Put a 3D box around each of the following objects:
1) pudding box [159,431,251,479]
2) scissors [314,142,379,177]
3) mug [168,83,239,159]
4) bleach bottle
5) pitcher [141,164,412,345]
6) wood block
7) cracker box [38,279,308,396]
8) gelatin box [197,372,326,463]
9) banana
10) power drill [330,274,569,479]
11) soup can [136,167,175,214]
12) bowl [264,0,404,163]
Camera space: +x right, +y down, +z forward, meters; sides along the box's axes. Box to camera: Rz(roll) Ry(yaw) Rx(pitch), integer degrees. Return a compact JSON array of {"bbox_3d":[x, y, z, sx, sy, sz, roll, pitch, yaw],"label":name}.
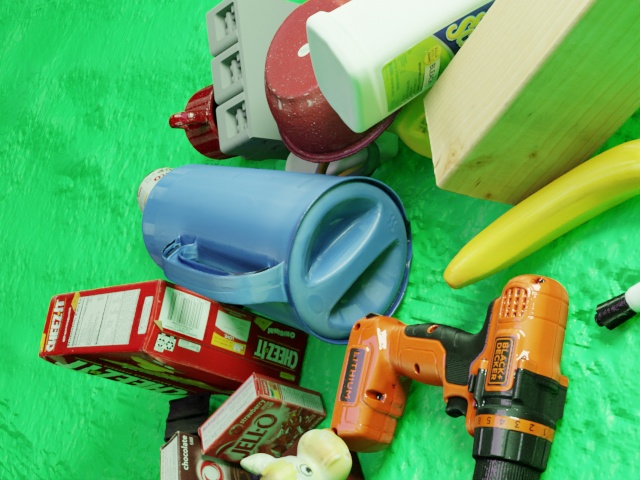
[{"bbox_3d":[-0.092,0.229,0.918,0.039,0.089,0.113,-43,40,33],"label":"pudding box"},{"bbox_3d":[-0.008,-0.018,0.979,0.202,0.016,0.096,-41,69,38],"label":"scissors"},{"bbox_3d":[-0.104,-0.128,1.125,0.082,0.117,0.093,-6,94,58],"label":"mug"},{"bbox_3d":[0.112,-0.181,0.790,0.250,0.102,0.068,-33,66,-9],"label":"bleach bottle"},{"bbox_3d":[-0.056,0.001,0.906,0.243,0.149,0.145,13,70,48],"label":"pitcher"},{"bbox_3d":[0.161,-0.121,0.720,0.206,0.090,0.091,126,148,-47],"label":"wood block"},{"bbox_3d":[-0.142,0.099,0.996,0.214,0.164,0.072,-10,63,51],"label":"cracker box"},{"bbox_3d":[-0.051,0.158,0.916,0.089,0.073,0.030,-48,38,28],"label":"gelatin box"},{"bbox_3d":[0.165,-0.023,0.730,0.198,0.069,0.037,-34,86,43],"label":"banana"},{"bbox_3d":[0.089,0.119,0.760,0.188,0.057,0.184,-7,62,50],"label":"power drill"},{"bbox_3d":[-0.158,-0.035,1.182,0.068,0.068,0.102,-62,33,9],"label":"soup can"},{"bbox_3d":[0.005,-0.148,0.880,0.162,0.055,0.162,-20,58,36],"label":"bowl"}]
